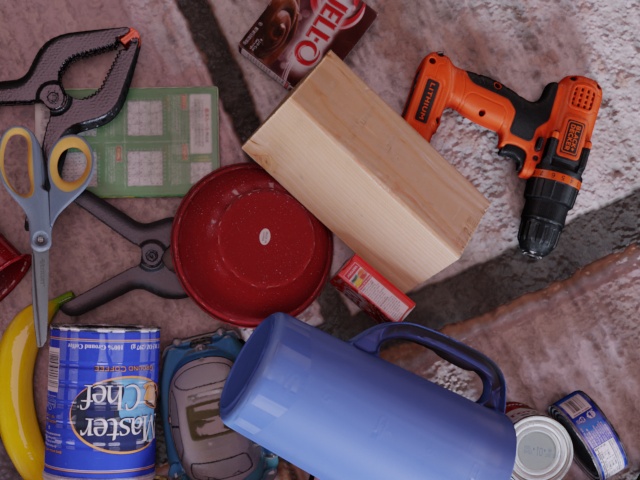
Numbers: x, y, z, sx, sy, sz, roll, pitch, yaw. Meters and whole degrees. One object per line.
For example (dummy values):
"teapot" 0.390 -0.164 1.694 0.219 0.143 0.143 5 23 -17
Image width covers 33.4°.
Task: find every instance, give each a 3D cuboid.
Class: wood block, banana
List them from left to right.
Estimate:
"banana" -0.277 0.144 1.015 0.069 0.037 0.198 4 88 -2
"wood block" 0.043 -0.061 0.985 0.206 0.091 0.090 42 49 -8

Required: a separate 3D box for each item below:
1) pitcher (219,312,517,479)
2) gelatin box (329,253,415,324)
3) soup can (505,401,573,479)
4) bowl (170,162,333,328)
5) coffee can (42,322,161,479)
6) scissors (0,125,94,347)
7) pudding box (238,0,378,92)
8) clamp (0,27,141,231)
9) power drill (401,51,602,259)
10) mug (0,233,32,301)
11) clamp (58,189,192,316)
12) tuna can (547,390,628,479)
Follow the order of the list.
"pitcher" 0.044 0.152 0.935 0.242 0.149 0.145 29 124 -12
"gelatin box" 0.046 0.050 1.008 0.073 0.089 0.030 41 82 0
"soup can" 0.191 0.191 1.003 0.068 0.102 0.068 0 88 -3
"bowl" -0.057 0.001 1.000 0.162 0.055 0.162 2 82 -17
"coffee can" -0.201 0.148 0.985 0.102 0.103 0.140 2 88 -3
"scissors" -0.238 -0.012 0.976 0.096 0.016 0.202 -16 85 -16
"pudding box" -0.012 -0.203 1.040 0.090 0.039 0.113 38 87 -2
"clamp" -0.249 -0.121 1.013 0.210 0.036 0.164 -34 93 -5
"power drill" 0.168 -0.091 1.037 0.187 0.057 0.184 18 83 -5
"mug" -0.329 0.016 0.981 0.081 0.117 0.093 44 74 4
"clamp" -0.169 0.025 1.021 0.171 0.039 0.120 12 91 -5
"tuna can" 0.254 0.186 1.015 0.033 0.086 0.086 -30 90 -5
